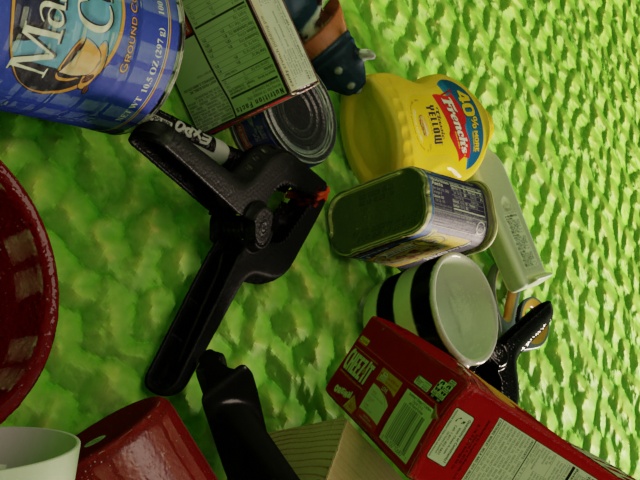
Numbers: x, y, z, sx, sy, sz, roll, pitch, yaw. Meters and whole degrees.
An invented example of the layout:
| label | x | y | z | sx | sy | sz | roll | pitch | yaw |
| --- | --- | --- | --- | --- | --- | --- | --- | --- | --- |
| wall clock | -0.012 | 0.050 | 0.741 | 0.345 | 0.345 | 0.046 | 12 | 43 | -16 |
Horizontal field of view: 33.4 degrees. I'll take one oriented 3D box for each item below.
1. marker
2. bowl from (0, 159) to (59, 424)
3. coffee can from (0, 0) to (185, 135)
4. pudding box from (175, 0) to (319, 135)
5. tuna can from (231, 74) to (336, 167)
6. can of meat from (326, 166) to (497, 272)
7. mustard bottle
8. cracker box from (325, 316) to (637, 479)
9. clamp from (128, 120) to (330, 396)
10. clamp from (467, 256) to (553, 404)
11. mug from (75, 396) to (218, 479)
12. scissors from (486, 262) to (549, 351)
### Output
| label | x | y | z | sx | sy | sz | roll | pitch | yaw |
| --- | --- | --- | --- | --- | --- | --- | --- | --- | --- |
| marker | -0.088 | -0.068 | 0.705 | 0.120 | 0.020 | 0.020 | 24 | 58 | -44 |
| bowl | -0.204 | 0.021 | 0.498 | 0.161 | 0.055 | 0.162 | 23 | 59 | -44 |
| coffee can | -0.158 | -0.118 | 0.571 | 0.140 | 0.103 | 0.103 | 8 | 70 | -50 |
| pudding box | -0.063 | -0.136 | 0.705 | 0.039 | 0.090 | 0.113 | -36 | 104 | -50 |
| tuna can | -0.027 | -0.091 | 0.778 | 0.086 | 0.034 | 0.086 | 23 | 59 | -44 |
| can of meat | 0.068 | -0.015 | 0.811 | 0.083 | 0.102 | 0.057 | 11 | 66 | -46 |
| mustard bottle | 0.095 | -0.093 | 0.909 | 0.191 | 0.058 | 0.096 | -11 | 86 | -52 |
| cracker box | 0.125 | 0.143 | 0.690 | 0.213 | 0.164 | 0.072 | 33 | 89 | -18 |
| clamp | -0.055 | 0.001 | 0.689 | 0.209 | 0.036 | 0.164 | -17 | 113 | -61 |
| clamp | 0.146 | 0.097 | 0.901 | 0.120 | 0.039 | 0.171 | 20 | 63 | -20 |
| mug | -0.095 | 0.134 | 0.572 | 0.081 | 0.093 | 0.117 | 60 | 10 | -8 |
| scissors | 0.171 | 0.111 | 0.953 | 0.096 | 0.016 | 0.201 | 33 | 52 | -33 |
